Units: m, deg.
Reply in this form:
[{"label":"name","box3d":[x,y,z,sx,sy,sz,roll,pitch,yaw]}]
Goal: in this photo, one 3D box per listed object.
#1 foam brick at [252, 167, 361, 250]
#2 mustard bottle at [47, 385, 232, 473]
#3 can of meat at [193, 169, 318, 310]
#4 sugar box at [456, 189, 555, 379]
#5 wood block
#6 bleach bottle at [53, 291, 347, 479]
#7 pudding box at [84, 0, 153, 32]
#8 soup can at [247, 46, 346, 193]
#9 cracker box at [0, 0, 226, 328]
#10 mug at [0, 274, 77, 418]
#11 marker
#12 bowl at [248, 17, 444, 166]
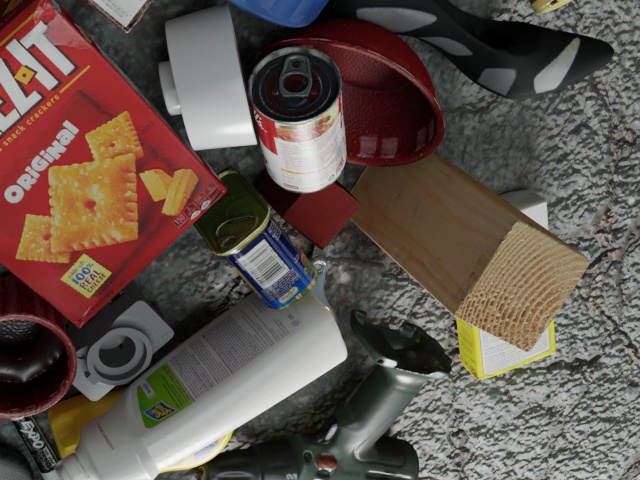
[{"label":"foam brick","box3d":[-0.012,-0.039,0.895,0.051,0.078,0.053,-48,124,5]},{"label":"mustard bottle","box3d":[-0.137,0.161,0.948,0.191,0.058,0.096,-19,108,-17]},{"label":"can of meat","box3d":[-0.056,0.001,0.882,0.057,0.102,0.084,-40,126,-2]},{"label":"sugar box","box3d":[0.178,0.044,1.046,0.093,0.048,0.176,-18,117,-16]},{"label":"wood block","box3d":[0.114,-0.005,0.893,0.090,0.206,0.090,26,102,-33]},{"label":"bleach bottle","box3d":[-0.106,0.125,0.885,0.250,0.103,0.068,-31,128,-14]},{"label":"pudding box","box3d":[-0.175,-0.199,0.732,0.113,0.090,0.039,36,96,-34]},{"label":"soup can","box3d":[-0.015,-0.089,0.809,0.068,0.068,0.102,-28,154,-10]},{"label":"cracker box","box3d":[-0.198,-0.061,0.801,0.164,0.072,0.213,-42,124,0]},{"label":"mug","box3d":[-0.252,0.084,0.839,0.117,0.081,0.093,-28,120,-2]},{"label":"marker","box3d":[-0.252,0.163,0.919,0.020,0.020,0.121,-26,123,-12]},{"label":"bowl","box3d":[0.027,-0.126,0.850,0.162,0.162,0.055,40,58,-34]}]
